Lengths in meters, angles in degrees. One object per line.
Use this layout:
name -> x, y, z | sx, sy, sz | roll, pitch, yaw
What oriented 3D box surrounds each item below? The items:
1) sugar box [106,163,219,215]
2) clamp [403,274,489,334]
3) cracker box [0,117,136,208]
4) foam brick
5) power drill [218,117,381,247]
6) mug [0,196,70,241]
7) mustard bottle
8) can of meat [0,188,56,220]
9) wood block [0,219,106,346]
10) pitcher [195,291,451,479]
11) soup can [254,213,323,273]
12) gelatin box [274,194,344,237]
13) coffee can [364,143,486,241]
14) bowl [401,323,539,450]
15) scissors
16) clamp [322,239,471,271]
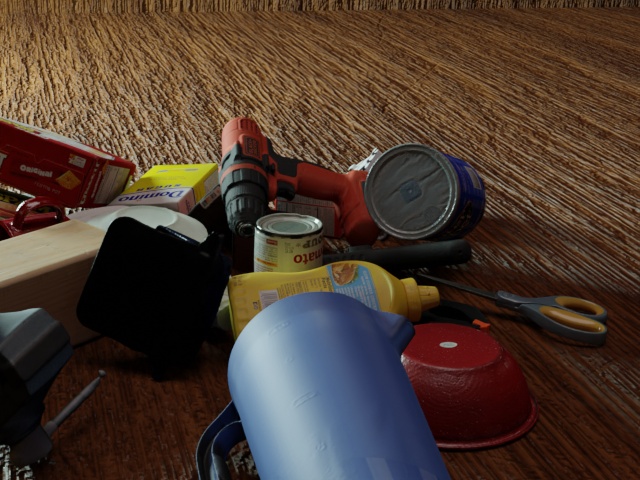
sugar box -> -0.193, -0.054, 1.344 | 0.093, 0.048, 0.176 | -2, 17, 11
clamp -> 0.104, 0.070, 1.052 | 0.172, 0.039, 0.120 | 18, 29, 38
cracker box -> -0.328, -0.092, 1.277 | 0.164, 0.072, 0.213 | 20, 3, 2
foam brick -> -0.058, 0.001, 1.203 | 0.053, 0.051, 0.078 | 12, 22, 28
power drill -> -0.023, -0.049, 1.180 | 0.187, 0.057, 0.184 | 20, 37, -23
mug -> -0.294, 0.006, 1.088 | 0.081, 0.117, 0.093 | -13, 41, -46
mustard bottle -> 0.015, 0.065, 0.976 | 0.191, 0.058, 0.096 | -8, 50, -7
can of meat -> -0.341, -0.011, 1.182 | 0.102, 0.057, 0.084 | 17, 19, -16
wood block -> -0.279, 0.056, 0.980 | 0.090, 0.091, 0.205 | 18, 25, 35
pitcher -> 0.007, 0.150, 0.721 | 0.144, 0.149, 0.243 | 12, 20, -16
soup can -> -0.031, 0.031, 1.051 | 0.068, 0.102, 0.068 | 2, 20, -1
gelatin box -> -0.012, -0.046, 1.305 | 0.089, 0.073, 0.030 | 8, 20, 19
coffee can -> 0.119, -0.050, 1.179 | 0.103, 0.103, 0.140 | 10, 2, 21
bowl -> 0.106, 0.113, 0.906 | 0.162, 0.055, 0.162 | 2, 20, -1
scissors -> 0.206, 0.059, 1.095 | 0.202, 0.016, 0.096 | 23, 24, 33
clamp -> 0.050, 0.023, 1.123 | 0.209, 0.036, 0.165 | -6, -3, -12
